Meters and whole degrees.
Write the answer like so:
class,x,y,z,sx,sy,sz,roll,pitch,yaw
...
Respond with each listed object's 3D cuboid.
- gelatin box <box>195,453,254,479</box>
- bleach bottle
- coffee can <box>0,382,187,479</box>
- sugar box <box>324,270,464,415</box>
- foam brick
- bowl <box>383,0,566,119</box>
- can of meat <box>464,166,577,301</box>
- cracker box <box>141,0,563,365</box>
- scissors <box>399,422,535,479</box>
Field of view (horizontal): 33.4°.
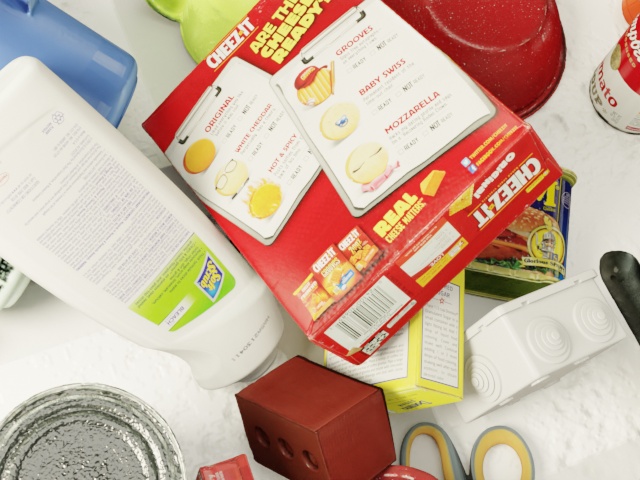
class,x,y,z,sx,sy,sz,roll,pitch,yaw
gelatin box,-0.049,0.167,0.609,0.030,0.089,0.073,-15,73,-15
bleach bottle,-0.110,0.014,0.621,0.102,0.068,0.250,-48,117,-8
coffee can,-0.126,0.143,0.578,0.102,0.140,0.103,3,69,-9
sugar box,0.048,0.019,0.678,0.048,0.094,0.176,22,63,-33
foam brick,-0.003,0.110,0.627,0.051,0.078,0.053,-29,118,-33
bowl,0.112,-0.164,0.781,0.162,0.055,0.162,3,68,-9
can of meat,0.118,-0.008,0.722,0.102,0.057,0.084,11,70,-5
cracker box,0.011,-0.056,0.643,0.164,0.072,0.214,-45,53,5
scissors,0.113,0.203,0.662,0.096,0.016,0.202,-19,74,-16
